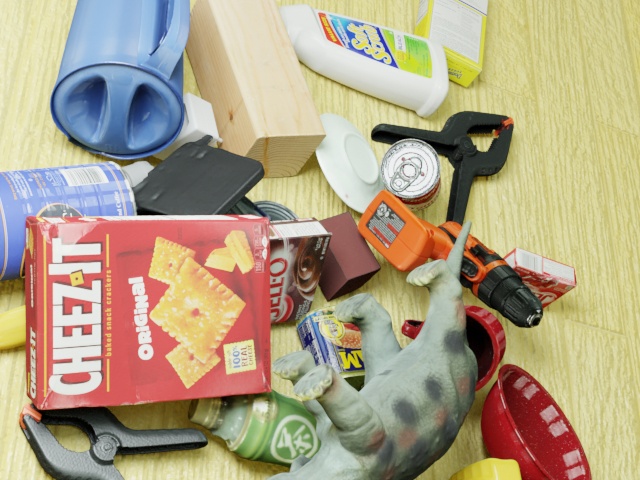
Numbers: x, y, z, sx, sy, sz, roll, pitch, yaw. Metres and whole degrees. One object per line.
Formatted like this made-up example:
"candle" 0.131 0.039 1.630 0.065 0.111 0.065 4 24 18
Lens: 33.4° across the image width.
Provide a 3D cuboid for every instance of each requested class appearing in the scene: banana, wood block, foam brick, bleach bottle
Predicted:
"banana" -0.218 0.087 0.997 0.197 0.037 0.069 14 58 -14
"wood block" -0.080 -0.182 1.220 0.090 0.091 0.206 -6 65 -31
"foam brick" 0.020 0.017 1.178 0.051 0.053 0.078 -17 71 -37
"bleach bottle" 0.035 -0.234 1.339 0.250 0.068 0.102 13 54 -20

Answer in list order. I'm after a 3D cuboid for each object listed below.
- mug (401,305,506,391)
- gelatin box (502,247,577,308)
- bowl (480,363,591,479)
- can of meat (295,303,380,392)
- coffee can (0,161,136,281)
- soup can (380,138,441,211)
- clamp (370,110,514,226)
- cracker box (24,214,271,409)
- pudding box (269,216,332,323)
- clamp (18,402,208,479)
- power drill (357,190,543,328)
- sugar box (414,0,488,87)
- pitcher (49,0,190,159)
"mug" 0.145 0.111 1.163 0.117 0.093 0.081 16 9 19
"gelatin box" 0.249 0.048 1.277 0.089 0.073 0.030 19 55 -20
"bowl" 0.221 0.215 1.146 0.162 0.055 0.162 41 26 -25
"can of meat" 0.031 0.115 1.122 0.101 0.058 0.084 -2 60 -32
"coffee can" -0.258 -0.018 1.007 0.140 0.103 0.103 -9 66 -34
"soup can" 0.107 -0.074 1.242 0.068 0.102 0.068 -1 82 7
"clamp" 0.181 -0.103 1.355 0.209 0.036 0.164 -22 74 -34
"cracker box" -0.152 0.060 0.958 0.213 0.072 0.164 -1 94 -24
"pudding box" -0.046 0.033 1.092 0.089 0.114 0.039 -6 35 -33
"clamp" -0.192 0.201 0.951 0.171 0.039 0.120 20 49 -11
"power drill" 0.142 0.022 1.171 0.187 0.057 0.185 24 14 -42
"sugar box" 0.180 -0.301 1.475 0.093 0.048 0.176 24 49 -15
"pitcher" -0.199 -0.219 1.131 0.149 0.145 0.243 -5 51 3
